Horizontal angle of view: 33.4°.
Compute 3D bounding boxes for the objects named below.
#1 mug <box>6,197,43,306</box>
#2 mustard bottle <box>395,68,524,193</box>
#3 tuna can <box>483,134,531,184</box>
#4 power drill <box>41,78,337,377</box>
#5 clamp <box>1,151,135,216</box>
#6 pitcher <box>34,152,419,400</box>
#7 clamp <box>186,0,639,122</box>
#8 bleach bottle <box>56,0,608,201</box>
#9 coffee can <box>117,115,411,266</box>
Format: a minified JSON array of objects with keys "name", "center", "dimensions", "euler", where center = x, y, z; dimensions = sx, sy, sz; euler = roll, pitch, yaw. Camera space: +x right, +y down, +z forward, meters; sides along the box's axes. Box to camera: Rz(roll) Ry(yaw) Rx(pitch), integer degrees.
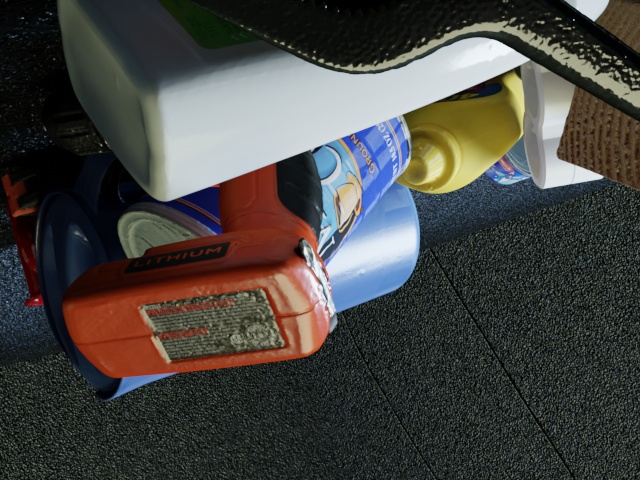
[{"name":"mug","center":[-0.185,-0.003,0.774],"dimensions":[0.093,0.081,0.117],"euler":[-18,175,17]},{"name":"mustard bottle","center":[0.090,-0.075,0.712],"dimensions":[0.096,0.058,0.191],"euler":[-12,-163,26]},{"name":"tuna can","center":[0.159,-0.092,0.912],"dimensions":[0.034,0.086,0.085],"euler":[-19,175,42]},{"name":"power drill","center":[-0.059,-0.028,0.487],"dimensions":[0.184,0.187,0.057],"euler":[-9,134,14]},{"name":"clamp","center":[-0.122,-0.052,0.717],"dimensions":[0.171,0.039,0.120],"euler":[-16,164,-37]},{"name":"pitcher","center":[-0.055,0.001,0.706],"dimensions":[0.242,0.145,0.149],"euler":[-15,170,-33]},{"name":"clamp","center":[0.051,-0.095,0.366],"dimensions":[0.210,0.164,0.036],"euler":[-10,-148,3]},{"name":"bleach bottle","center":[0.025,-0.098,0.456],"dimensions":[0.250,0.103,0.068],"euler":[-22,139,-23]},{"name":"coffee can","center":[-0.029,-0.026,0.594],"dimensions":[0.140,0.102,0.103],"euler":[-51,-168,-28]}]
